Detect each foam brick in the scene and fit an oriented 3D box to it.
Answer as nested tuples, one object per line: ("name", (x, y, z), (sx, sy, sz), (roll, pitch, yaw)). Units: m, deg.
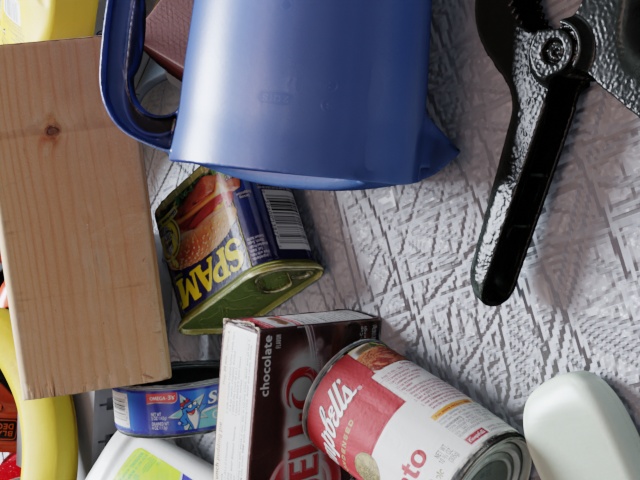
("foam brick", (-0.061, -0.128, 0.634), (0.053, 0.051, 0.078), (35, 85, 23))

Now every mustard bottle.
("mustard bottle", (-0.196, -0.107, 0.752), (0.096, 0.058, 0.192), (42, 130, 43))

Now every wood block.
("wood block", (-0.150, -0.017, 0.660), (0.090, 0.090, 0.206), (-148, 52, -78))

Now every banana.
("banana", (-0.200, 0.125, 0.724), (0.037, 0.069, 0.198), (110, 141, -72))

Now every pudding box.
("pudding box", (-0.013, 0.097, 0.595), (0.039, 0.089, 0.113), (8, 97, 47))

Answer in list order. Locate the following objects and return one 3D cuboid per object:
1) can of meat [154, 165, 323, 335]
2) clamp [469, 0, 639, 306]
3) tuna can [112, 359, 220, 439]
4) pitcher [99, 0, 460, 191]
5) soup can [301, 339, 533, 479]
("can of meat", (-0.054, 0.001, 0.660), (0.102, 0.057, 0.084), (-35, 64, 41))
("clamp", (0.112, -0.076, 0.493), (0.165, 0.036, 0.210), (-29, 69, 43))
("tuna can", (-0.089, 0.100, 0.678), (0.086, 0.085, 0.034), (-1, 95, 47))
("pitcher", (-0.012, -0.148, 0.548), (0.145, 0.148, 0.243), (9, 95, 45))
("soup can", (0.049, 0.103, 0.547), (0.102, 0.068, 0.068), (31, 114, 41))
